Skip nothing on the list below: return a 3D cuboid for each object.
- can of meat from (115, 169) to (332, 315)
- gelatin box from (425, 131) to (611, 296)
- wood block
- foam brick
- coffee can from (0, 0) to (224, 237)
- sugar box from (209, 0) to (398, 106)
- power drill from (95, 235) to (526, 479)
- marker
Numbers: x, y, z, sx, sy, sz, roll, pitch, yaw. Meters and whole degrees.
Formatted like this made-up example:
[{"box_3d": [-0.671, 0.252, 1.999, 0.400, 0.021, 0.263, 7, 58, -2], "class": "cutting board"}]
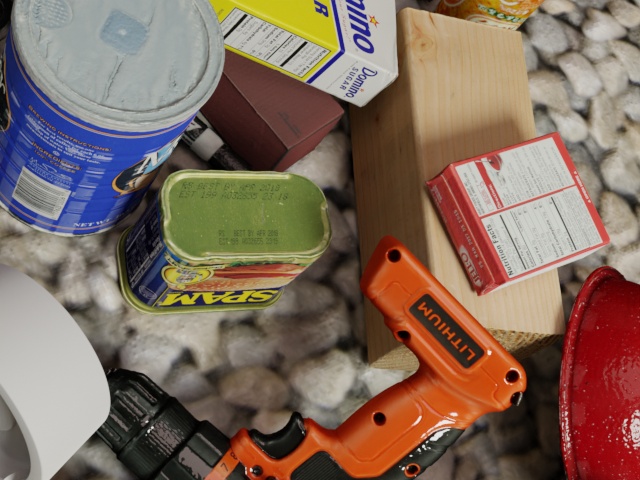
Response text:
[{"box_3d": [-0.054, 0.001, 0.598, 0.101, 0.084, 0.057, -1, 69, -26], "class": "can of meat"}, {"box_3d": [0.112, -0.016, 0.607, 0.089, 0.030, 0.073, -18, 78, -31], "class": "gelatin box"}, {"box_3d": [0.079, -0.028, 0.669, 0.090, 0.090, 0.206, 6, 65, -23], "class": "wood block"}, {"box_3d": [-0.035, -0.086, 0.664, 0.052, 0.051, 0.078, -37, 86, -32], "class": "foam brick"}, {"box_3d": [-0.121, -0.074, 0.566, 0.102, 0.141, 0.103, 10, 65, -21], "class": "coffee can"}, {"box_3d": [-0.035, -0.153, 0.626, 0.176, 0.048, 0.093, 17, 56, -28], "class": "sugar box"}, {"box_3d": [-0.003, 0.088, 0.552, 0.184, 0.057, 0.188, 44, 94, -2], "class": "power drill"}, {"box_3d": [-0.088, -0.076, 0.654, 0.121, 0.020, 0.020, 42, 58, -3], "class": "marker"}]
